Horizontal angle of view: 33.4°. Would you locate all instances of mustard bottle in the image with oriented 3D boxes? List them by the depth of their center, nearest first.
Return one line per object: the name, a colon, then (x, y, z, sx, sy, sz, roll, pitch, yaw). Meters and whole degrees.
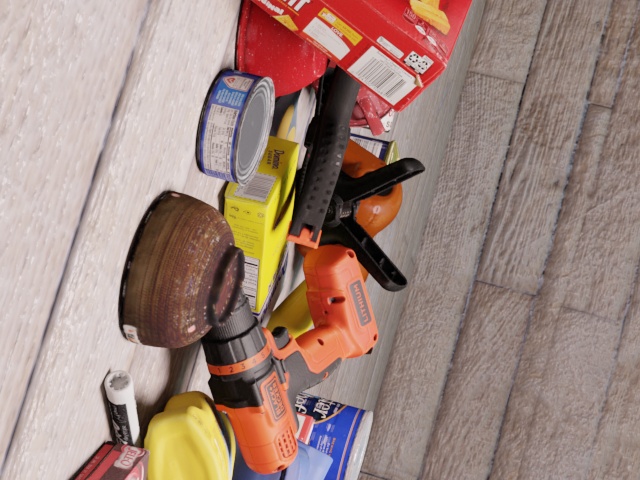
mustard bottle: (-0.101, 0.172, 0.864, 0.191, 0.058, 0.096, -157, -129, -89)

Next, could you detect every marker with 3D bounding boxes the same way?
marker: (-0.140, 0.135, 0.771, 0.121, 0.020, 0.020, 94, 15, -49)

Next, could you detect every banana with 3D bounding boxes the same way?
banana: (-0.040, 0.084, 1.057, 0.198, 0.037, 0.069, -44, -162, 52)

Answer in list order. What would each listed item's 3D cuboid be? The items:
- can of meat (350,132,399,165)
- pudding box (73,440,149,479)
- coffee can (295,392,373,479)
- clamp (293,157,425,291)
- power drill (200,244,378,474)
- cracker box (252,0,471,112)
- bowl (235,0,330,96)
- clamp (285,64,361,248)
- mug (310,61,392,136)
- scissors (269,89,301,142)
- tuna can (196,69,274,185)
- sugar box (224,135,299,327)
can of meat: (0.047, -0.094, 1.288, 0.102, 0.084, 0.057, 57, 49, -77)
pudding box: (-0.155, 0.209, 0.738, 0.090, 0.039, 0.113, -51, 154, -69)
coffee can: (-0.021, 0.224, 1.209, 0.102, 0.140, 0.103, 15, 90, -80)
clamp: (0.021, -0.018, 0.987, 0.039, 0.172, 0.120, 4, 91, -49)
power drill: (-0.029, 0.075, 0.905, 0.187, 0.057, 0.184, -38, 120, -48)
cracker box: (0.043, -0.227, 0.821, 0.072, 0.164, 0.213, -39, -159, 48)
bowl: (-0.017, -0.186, 0.882, 0.162, 0.055, 0.162, 15, 90, -80)
clamp: (0.009, -0.098, 0.923, 0.165, 0.036, 0.210, 121, -17, -66)
mug: (0.035, -0.159, 1.077, 0.081, 0.093, 0.117, 42, 26, -73)
scissors: (-0.023, -0.144, 1.031, 0.096, 0.016, 0.201, 90, 17, -61)
tuna can: (-0.065, -0.087, 0.821, 0.086, 0.034, 0.086, 15, 90, -80)
sugar box: (-0.056, 0.001, 0.968, 0.093, 0.048, 0.176, -66, 166, -44)
